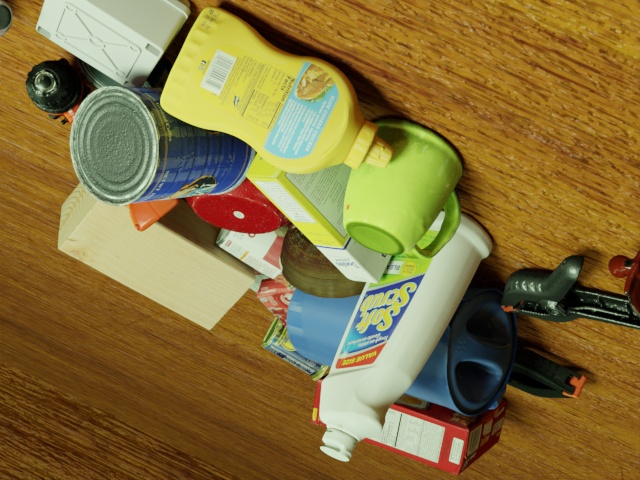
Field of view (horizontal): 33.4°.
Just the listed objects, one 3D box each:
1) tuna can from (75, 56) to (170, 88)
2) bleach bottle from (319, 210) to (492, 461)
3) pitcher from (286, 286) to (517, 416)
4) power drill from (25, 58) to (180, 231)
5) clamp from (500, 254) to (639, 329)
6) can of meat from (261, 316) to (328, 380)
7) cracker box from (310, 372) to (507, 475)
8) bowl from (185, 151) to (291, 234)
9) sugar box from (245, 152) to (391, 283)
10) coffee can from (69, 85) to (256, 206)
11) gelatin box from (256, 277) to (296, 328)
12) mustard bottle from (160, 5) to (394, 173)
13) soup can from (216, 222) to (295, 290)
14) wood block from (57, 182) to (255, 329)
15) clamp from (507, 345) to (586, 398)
[{"bbox_3d":[-0.188,-0.166,1.020,0.086,0.033,0.086,23,158,9],"label":"tuna can"},{"bbox_3d":[0.071,0.091,1.011,0.103,0.250,0.068,3,149,46],"label":"bleach bottle"},{"bbox_3d":[0.087,0.107,1.174,0.243,0.149,0.144,10,-168,41],"label":"pitcher"},{"bbox_3d":[-0.215,-0.098,1.054,0.187,0.057,0.184,53,179,-8],"label":"power drill"},{"bbox_3d":[0.228,0.049,1.024,0.120,0.039,0.172,41,155,-29],"label":"clamp"},{"bbox_3d":[-0.016,0.114,1.373,0.084,0.102,0.057,31,159,-6],"label":"can of meat"},{"bbox_3d":[0.118,0.226,1.409,0.214,0.072,0.164,15,-168,25],"label":"cracker box"},{"bbox_3d":[-0.080,-0.050,1.083,0.162,0.055,0.162,10,157,4],"label":"bowl"},{"bbox_3d":[0.013,-0.045,0.985,0.048,0.093,0.176,8,152,41],"label":"sugar box"},{"bbox_3d":[-0.139,-0.088,0.962,0.103,0.103,0.140,13,-167,31],"label":"coffee can"},{"bbox_3d":[-0.023,0.076,1.288,0.073,0.030,0.089,-10,139,28],"label":"gelatin box"},{"bbox_3d":[-0.028,-0.110,0.881,0.191,0.096,0.058,26,-176,-1],"label":"mustard bottle"},{"bbox_3d":[-0.058,0.001,1.207,0.102,0.068,0.069,32,158,-11],"label":"soup can"},{"bbox_3d":[-0.184,0.003,1.214,0.205,0.090,0.091,32,114,-28],"label":"wood block"},{"bbox_3d":[0.209,0.141,1.260,0.210,0.036,0.164,10,154,45],"label":"clamp"}]
